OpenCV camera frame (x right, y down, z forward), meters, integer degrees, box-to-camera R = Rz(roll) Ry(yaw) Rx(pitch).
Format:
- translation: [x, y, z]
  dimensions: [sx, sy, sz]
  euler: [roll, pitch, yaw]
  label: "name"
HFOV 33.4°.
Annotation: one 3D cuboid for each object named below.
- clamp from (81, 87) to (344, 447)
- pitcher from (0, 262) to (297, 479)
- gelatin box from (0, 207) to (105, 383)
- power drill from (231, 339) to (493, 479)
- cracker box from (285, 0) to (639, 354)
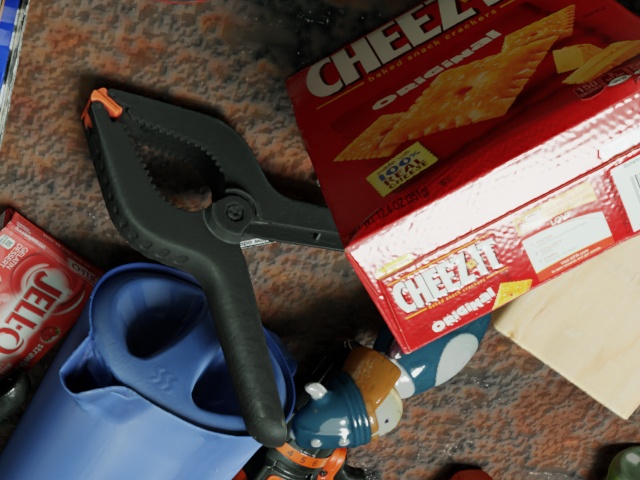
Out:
- translation: [-0.054, 0.001, 0.589]
  dimensions: [0.210, 0.164, 0.036]
  euler: [37, 147, -7]
  label: "clamp"
- translation: [-0.125, 0.141, 0.660]
  dimensions: [0.149, 0.145, 0.243]
  euler: [29, 117, -16]
  label: "pitcher"
- translation: [-0.184, 0.034, 0.639]
  dimensions: [0.089, 0.030, 0.073]
  euler: [-43, 118, 15]
  label: "gelatin box"
- translation: [0.033, 0.168, 0.743]
  dimensions: [0.187, 0.057, 0.185]
  euler: [27, 112, -21]
  label: "power drill"
- translation: [0.077, -0.059, 0.526]
  dimensions: [0.164, 0.214, 0.072]
  euler: [-28, 119, 6]
  label: "cracker box"
